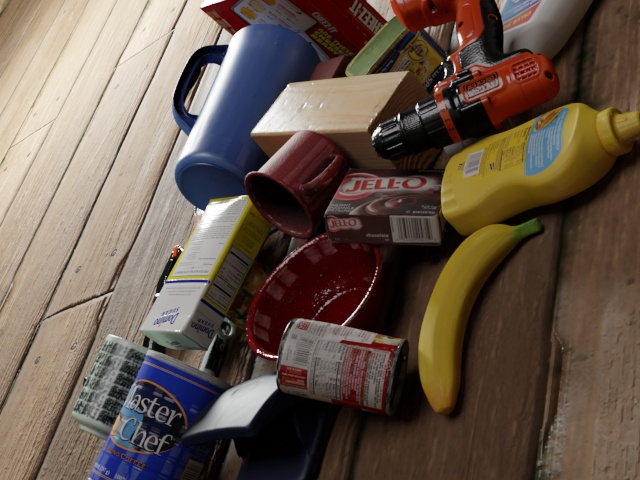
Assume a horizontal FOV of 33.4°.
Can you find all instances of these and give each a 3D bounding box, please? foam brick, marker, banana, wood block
[{"bbox_3d":[0.028,-0.175,1.274,0.053,0.078,0.051,-6,53,51],"label":"foam brick"},{"bbox_3d":[-0.114,0.111,1.203,0.020,0.020,0.121,-21,41,41],"label":"marker"},{"bbox_3d":[0.123,0.057,0.921,0.070,0.037,0.197,-1,55,54],"label":"banana"},{"bbox_3d":[0.031,-0.120,1.176,0.207,0.090,0.090,5,54,52],"label":"wood block"}]

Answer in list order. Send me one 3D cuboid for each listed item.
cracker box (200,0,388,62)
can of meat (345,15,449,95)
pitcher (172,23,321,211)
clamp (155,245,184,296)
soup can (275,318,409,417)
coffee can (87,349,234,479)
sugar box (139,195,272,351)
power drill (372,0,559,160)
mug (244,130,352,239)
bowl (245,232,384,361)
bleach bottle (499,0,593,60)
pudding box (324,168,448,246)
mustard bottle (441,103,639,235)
[{"bbox_3d":[-0.035,-0.298,1.415,0.214,0.164,0.072,1,59,55],"label":"cracker box"},{"bbox_3d":[0.091,-0.193,1.202,0.102,0.083,0.057,-48,29,4],"label":"can of meat"},{"bbox_3d":[-0.101,-0.150,1.333,0.149,0.145,0.242,-15,40,37],"label":"pitcher"},{"bbox_3d":[-0.181,0.080,1.312,0.120,0.039,0.171,-35,33,19],"label":"clamp"},{"bbox_3d":[0.019,0.109,0.924,0.102,0.068,0.068,10,57,14],"label":"soup can"},{"bbox_3d":[-0.155,0.193,1.062,0.103,0.102,0.140,6,69,56],"label":"coffee can"},{"bbox_3d":[-0.121,0.035,1.165,0.094,0.048,0.176,-3,57,52],"label":"sugar box"},{"bbox_3d":[0.123,-0.176,1.040,0.184,0.057,0.187,-21,57,14],"label":"power drill"},{"bbox_3d":[-0.014,-0.064,1.115,0.081,0.093,0.117,-48,13,-25],"label":"mug"},{"bbox_3d":[0.006,0.065,1.042,0.162,0.055,0.162,-29,33,21],"label":"bowl"},{"bbox_3d":[0.232,-0.240,1.087,0.103,0.068,0.250,3,61,54],"label":"bleach bottle"},{"bbox_3d":[0.070,-0.034,1.028,0.114,0.039,0.090,3,34,18],"label":"pudding box"},{"bbox_3d":[0.199,-0.072,0.943,0.192,0.058,0.096,-22,34,40],"label":"mustard bottle"}]
